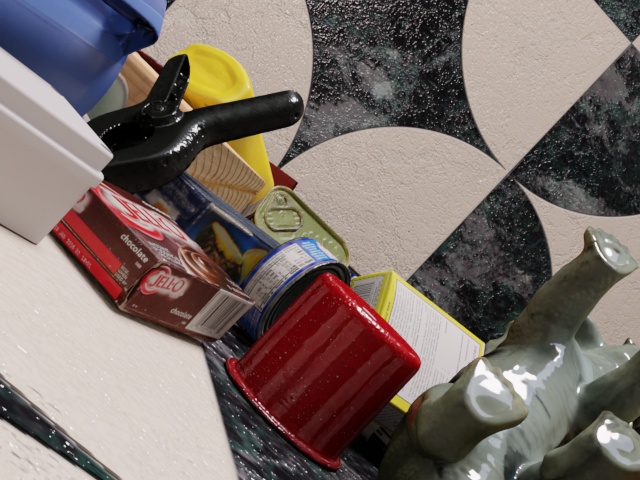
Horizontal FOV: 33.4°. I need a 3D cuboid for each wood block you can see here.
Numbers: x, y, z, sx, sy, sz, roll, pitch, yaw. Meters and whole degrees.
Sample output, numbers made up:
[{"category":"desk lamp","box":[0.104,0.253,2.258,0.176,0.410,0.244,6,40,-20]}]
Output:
[{"category":"wood block","box":[-0.150,-0.089,0.871,0.206,0.090,0.090,45,2,38]}]

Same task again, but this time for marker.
[{"category":"marker","box":[0.071,0.171,0.769,0.121,0.020,0.020,44,3,28]}]

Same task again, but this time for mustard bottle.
[{"category":"mustard bottle","box":[-0.085,-0.085,0.996,0.096,0.058,0.191,39,-25,35]}]

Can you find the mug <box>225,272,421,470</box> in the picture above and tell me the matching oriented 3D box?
[{"category":"mug","box":[0.011,0.079,0.640,0.093,0.081,0.117,45,3,41]}]

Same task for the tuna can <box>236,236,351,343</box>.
[{"category":"tuna can","box":[-0.021,0.040,0.765,0.034,0.086,0.086,42,2,29]}]

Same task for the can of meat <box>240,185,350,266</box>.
[{"category":"can of meat","box":[-0.038,0.008,0.980,0.102,0.057,0.084,44,-35,-17]}]

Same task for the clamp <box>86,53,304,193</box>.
[{"category":"clamp","box":[-0.094,-0.072,0.706,0.120,0.171,0.039,11,-50,28]}]

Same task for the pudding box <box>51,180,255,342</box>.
[{"category":"pudding box","box":[-0.098,0.009,0.596,0.090,0.039,0.113,44,2,26]}]

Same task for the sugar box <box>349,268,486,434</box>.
[{"category":"sugar box","box":[0.083,0.105,0.781,0.048,0.093,0.176,-13,-42,42]}]
